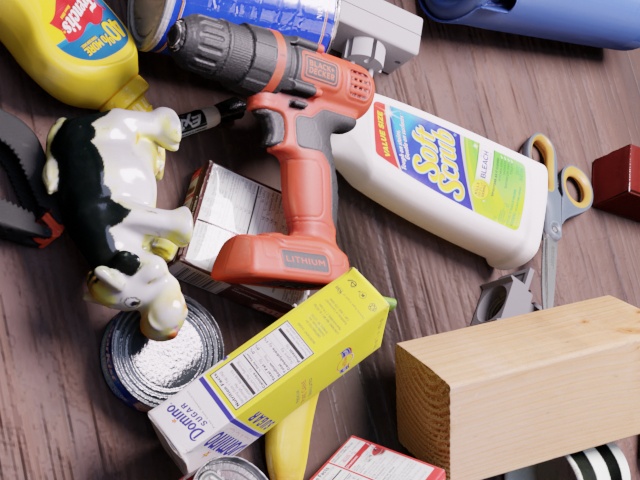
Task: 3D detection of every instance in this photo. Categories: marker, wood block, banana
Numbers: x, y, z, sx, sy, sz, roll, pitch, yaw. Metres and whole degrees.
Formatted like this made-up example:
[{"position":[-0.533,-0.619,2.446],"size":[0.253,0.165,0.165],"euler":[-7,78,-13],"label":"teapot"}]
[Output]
[{"position":[-0.109,-0.090,0.838],"size":[0.120,0.020,0.020],"euler":[-24,88,-32],"label":"marker"},{"position":[0.172,0.116,0.857],"size":[0.205,0.090,0.091],"euler":[-11,110,-21],"label":"wood block"},{"position":[-0.001,0.102,0.832],"size":[0.069,0.037,0.197],"euler":[39,60,-13],"label":"banana"}]

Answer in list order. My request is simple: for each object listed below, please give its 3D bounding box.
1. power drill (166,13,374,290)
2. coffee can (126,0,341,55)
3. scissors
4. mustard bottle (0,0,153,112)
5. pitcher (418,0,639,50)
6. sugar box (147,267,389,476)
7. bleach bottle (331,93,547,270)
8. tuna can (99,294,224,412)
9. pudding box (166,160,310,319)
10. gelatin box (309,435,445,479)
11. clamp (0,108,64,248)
[{"position":[-0.036,-0.061,0.777],"size":[0.184,0.057,0.187],"euler":[10,79,-40],"label":"power drill"},{"position":[-0.069,-0.187,0.840],"size":[0.140,0.103,0.103],"euler":[7,72,-28],"label":"coffee can"},{"position":[0.223,-0.009,0.978],"size":[0.096,0.016,0.202],"euler":[18,54,-32],"label":"scissors"},{"position":[-0.192,-0.156,0.784],"size":[0.191,0.058,0.096],"euler":[48,33,-10],"label":"mustard bottle"},{"position":[0.215,-0.260,1.015],"size":[0.242,0.145,0.149],"euler":[5,87,-32],"label":"pitcher"},{"position":[-0.034,0.097,0.752],"size":[0.176,0.093,0.048],"euler":[-38,71,-15],"label":"sugar box"},{"position":[0.073,-0.062,0.908],"size":[0.250,0.068,0.102],"euler":[21,67,-20],"label":"bleach bottle"},{"position":[-0.116,0.082,0.775],"size":[0.086,0.034,0.086],"euler":[9,72,-27],"label":"tuna can"},{"position":[-0.055,0.001,0.831],"size":[0.113,0.039,0.090],"euler":[25,65,-23],"label":"pudding box"},{"position":[0.039,0.190,0.795],"size":[0.073,0.089,0.030],"euler":[-41,132,-40],"label":"gelatin box"},{"position":[-0.264,-0.071,0.731],"size":[0.210,0.036,0.164],"euler":[53,49,-8],"label":"clamp"}]
